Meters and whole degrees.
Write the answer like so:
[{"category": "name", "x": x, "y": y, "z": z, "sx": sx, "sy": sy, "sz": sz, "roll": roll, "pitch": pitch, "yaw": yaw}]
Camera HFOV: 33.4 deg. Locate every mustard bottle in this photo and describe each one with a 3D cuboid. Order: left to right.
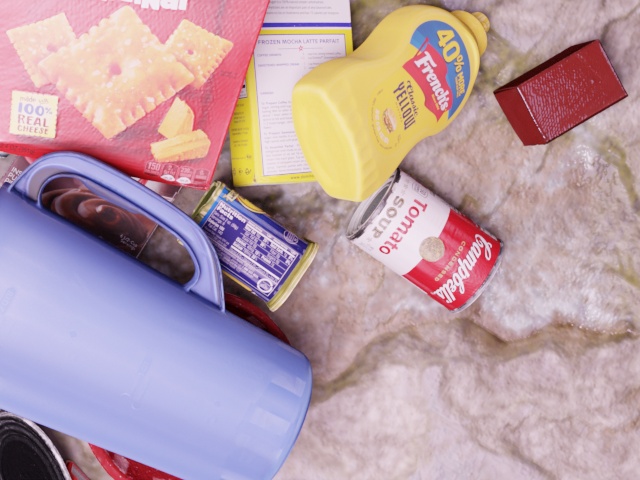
[{"category": "mustard bottle", "x": 0.063, "y": -0.116, "z": 0.779, "sx": 0.191, "sy": 0.058, "sz": 0.096, "roll": -41, "pitch": 125, "yaw": -32}]

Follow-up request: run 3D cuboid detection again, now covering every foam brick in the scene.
[{"category": "foam brick", "x": 0.185, "y": -0.113, "z": 0.826, "sx": 0.078, "sy": 0.053, "sz": 0.051, "roll": -30, "pitch": 99, "yaw": -6}]

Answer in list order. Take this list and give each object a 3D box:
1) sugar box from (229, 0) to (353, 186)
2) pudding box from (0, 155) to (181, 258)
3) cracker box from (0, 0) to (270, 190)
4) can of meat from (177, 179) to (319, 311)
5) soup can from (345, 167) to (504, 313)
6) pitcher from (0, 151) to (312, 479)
[{"category": "sugar box", "x": -0.023, "y": -0.130, "z": 0.782, "sx": 0.093, "sy": 0.048, "sz": 0.176, "roll": -6, "pitch": 93, "yaw": -31}, {"category": "pudding box", "x": -0.161, "y": -0.049, "z": 0.778, "sx": 0.113, "sy": 0.039, "sz": 0.090, "roll": 33, "pitch": 87, "yaw": -11}, {"category": "cracker box", "x": -0.122, "y": -0.148, "z": 0.677, "sx": 0.164, "sy": 0.072, "sz": 0.214, "roll": 11, "pitch": 117, "yaw": -19}, {"category": "can of meat", "x": -0.055, "y": 0.001, "z": 0.770, "sx": 0.084, "sy": 0.102, "sz": 0.057, "roll": 35, "pitch": 88, "yaw": -8}, {"category": "soup can", "x": 0.079, "y": -0.001, "z": 0.809, "sx": 0.102, "sy": 0.068, "sz": 0.068, "roll": 35, "pitch": 88, "yaw": -10}, {"category": "pitcher", "x": -0.126, "y": 0.064, "z": 0.692, "sx": 0.242, "sy": 0.149, "sz": 0.145, "roll": 28, "pitch": 46, "yaw": -14}]
